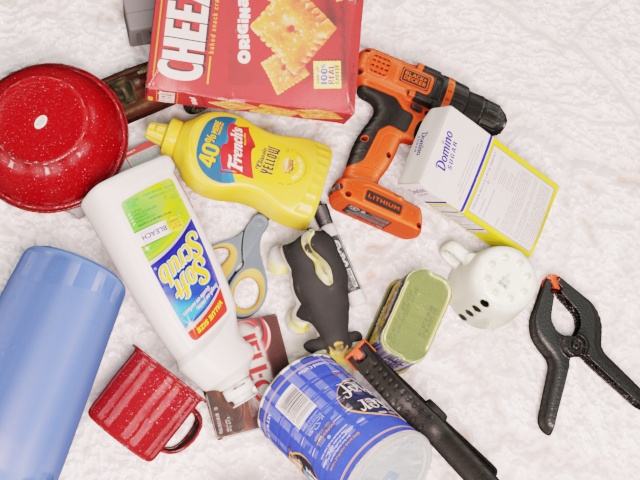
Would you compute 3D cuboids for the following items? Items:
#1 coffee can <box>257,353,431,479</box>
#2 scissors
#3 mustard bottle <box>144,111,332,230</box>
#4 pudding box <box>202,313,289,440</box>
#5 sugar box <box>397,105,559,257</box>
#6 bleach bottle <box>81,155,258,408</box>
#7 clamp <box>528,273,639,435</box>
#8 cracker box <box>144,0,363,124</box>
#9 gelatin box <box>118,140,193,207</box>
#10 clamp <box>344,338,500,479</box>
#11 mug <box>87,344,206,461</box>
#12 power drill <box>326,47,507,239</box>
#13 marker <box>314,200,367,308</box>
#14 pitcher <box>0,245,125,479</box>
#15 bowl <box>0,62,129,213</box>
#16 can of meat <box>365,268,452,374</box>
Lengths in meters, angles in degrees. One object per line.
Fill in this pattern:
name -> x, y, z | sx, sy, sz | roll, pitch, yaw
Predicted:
coffee can -> 0.021, 0.186, 1.007 | 0.102, 0.102, 0.140 | -40, 46, -15
scissors -> -0.057, 0.001, 1.136 | 0.201, 0.016, 0.096 | -42, 88, -15
mustard bottle -> -0.089, -0.083, 1.111 | 0.191, 0.058, 0.096 | 19, 64, -5
pudding box -> -0.077, 0.139, 1.090 | 0.090, 0.039, 0.113 | -12, 81, -13
sugar box -> 0.169, -0.059, 1.132 | 0.176, 0.048, 0.093 | 31, 75, -27
bleach bottle -> -0.132, 0.046, 1.051 | 0.102, 0.068, 0.251 | -29, 86, -36
clamp -> 0.282, 0.119, 1.150 | 0.120, 0.039, 0.171 | -4, 78, -11
cracker box -> -0.065, -0.216, 1.097 | 0.213, 0.072, 0.164 | 6, 85, -9
gelatin box -> -0.186, -0.052, 1.121 | 0.073, 0.030, 0.089 | -27, 82, -15
clamp -> 0.108, 0.181, 1.039 | 0.210, 0.164, 0.036 | 45, 89, -2
mug -> -0.166, 0.168, 1.052 | 0.081, 0.093, 0.117 | -52, 126, -11
power drill -> 0.100, -0.100, 1.164 | 0.184, 0.057, 0.187 | 21, 73, -6
marker -> 0.019, 0.014, 1.143 | 0.020, 0.020, 0.121 | -21, 82, -13
pitcher -> -0.289, 0.130, 1.022 | 0.149, 0.145, 0.242 | 26, 71, -18
bowl -> -0.274, -0.111, 1.061 | 0.162, 0.055, 0.162 | 1, 77, -3
can of meat -> 0.090, 0.083, 1.105 | 0.057, 0.084, 0.102 | 26, 75, -2
